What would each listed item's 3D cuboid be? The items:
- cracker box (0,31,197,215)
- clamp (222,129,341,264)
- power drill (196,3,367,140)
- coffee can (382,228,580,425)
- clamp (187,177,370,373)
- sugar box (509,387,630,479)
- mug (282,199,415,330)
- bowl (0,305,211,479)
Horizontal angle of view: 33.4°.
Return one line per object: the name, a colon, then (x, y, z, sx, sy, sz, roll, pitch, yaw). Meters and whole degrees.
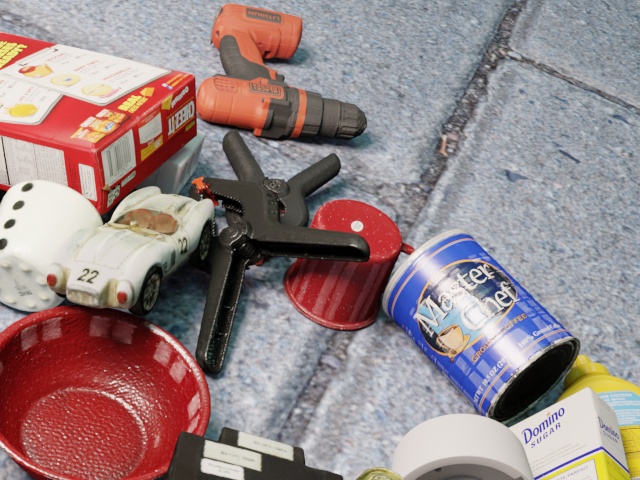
cracker box: (-0.239, -0.106, 0.931, 0.214, 0.072, 0.164, 14, 35, 18)
clamp: (-0.056, -0.047, 1.019, 0.120, 0.039, 0.171, 14, 39, 8)
power drill: (-0.047, -0.182, 1.171, 0.184, 0.057, 0.187, 9, 39, -17)
coffee can: (0.135, 0.073, 0.912, 0.102, 0.103, 0.140, -16, 51, -39)
clamp: (-0.056, 0.001, 0.906, 0.164, 0.036, 0.210, -32, 42, 3)
sugar box: (0.184, 0.201, 0.786, 0.048, 0.093, 0.176, 43, 30, -23)
mug: (0.034, 0.020, 0.944, 0.117, 0.082, 0.093, 10, 39, -15)
bowl: (-0.161, 0.121, 0.747, 0.162, 0.055, 0.162, 13, 38, -11)
